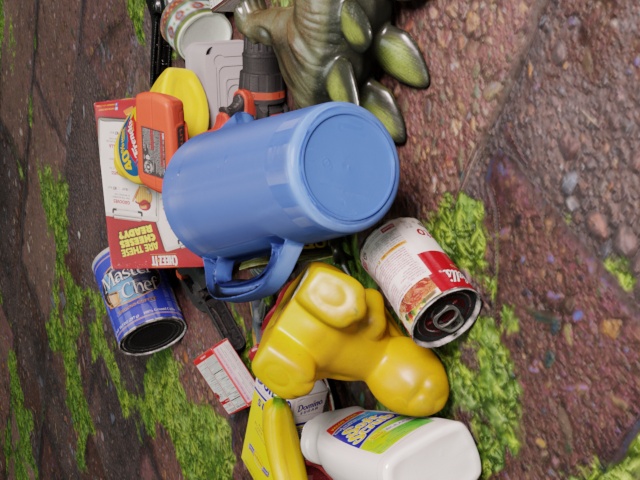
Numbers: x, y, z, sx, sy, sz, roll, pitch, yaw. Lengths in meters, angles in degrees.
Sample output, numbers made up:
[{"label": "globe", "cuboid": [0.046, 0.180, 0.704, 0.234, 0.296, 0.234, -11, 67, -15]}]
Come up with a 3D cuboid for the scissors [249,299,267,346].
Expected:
[{"label": "scissors", "cuboid": [-0.072, 0.071, 1.232, 0.202, 0.016, 0.096, 98, 163, -63]}]

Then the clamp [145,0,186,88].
[{"label": "clamp", "cuboid": [-0.199, -0.305, 1.397, 0.165, 0.036, 0.210, 3, 100, 62]}]

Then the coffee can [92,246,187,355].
[{"label": "coffee can", "cuboid": [-0.266, 0.083, 1.562, 0.140, 0.102, 0.103, 65, 148, 27]}]

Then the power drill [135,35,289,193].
[{"label": "power drill", "cuboid": [-0.107, -0.132, 1.122, 0.057, 0.187, 0.184, 16, 115, 38]}]

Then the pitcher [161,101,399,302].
[{"label": "pitcher", "cuboid": [-0.038, -0.040, 0.951, 0.243, 0.144, 0.149, -8, 115, 60]}]

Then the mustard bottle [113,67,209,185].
[{"label": "mustard bottle", "cuboid": [-0.194, -0.117, 1.234, 0.192, 0.058, 0.096, -33, 63, 53]}]

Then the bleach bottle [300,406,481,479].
[{"label": "bleach bottle", "cuboid": [0.043, 0.202, 1.022, 0.251, 0.102, 0.068, -5, 108, 63]}]

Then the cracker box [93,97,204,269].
[{"label": "cracker box", "cuboid": [-0.190, -0.075, 1.338, 0.164, 0.072, 0.214, -2, 97, 27]}]

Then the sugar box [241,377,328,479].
[{"label": "sugar box", "cuboid": [-0.043, 0.208, 1.198, 0.093, 0.048, 0.176, 50, 141, 45]}]

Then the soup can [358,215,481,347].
[{"label": "soup can", "cuboid": [0.085, 0.035, 0.931, 0.102, 0.068, 0.069, 56, 143, 40]}]

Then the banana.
[{"label": "banana", "cuboid": [-0.032, 0.246, 1.107, 0.069, 0.037, 0.198, -82, -21, -87]}]

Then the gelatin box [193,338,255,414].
[{"label": "gelatin box", "cuboid": [-0.117, 0.175, 1.363, 0.089, 0.030, 0.073, 56, 149, 2]}]

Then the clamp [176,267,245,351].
[{"label": "clamp", "cuboid": [-0.145, 0.076, 1.405, 0.172, 0.039, 0.120, -159, 60, -64]}]
